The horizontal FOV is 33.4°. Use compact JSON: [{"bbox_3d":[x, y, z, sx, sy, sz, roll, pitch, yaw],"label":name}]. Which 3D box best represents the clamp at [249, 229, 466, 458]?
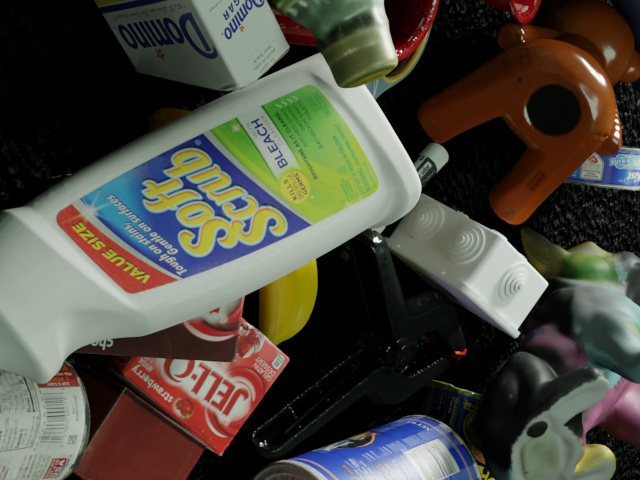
[{"bbox_3d":[0.039,0.083,0.750,0.164,0.036,0.209,-59,149,6],"label":"clamp"}]

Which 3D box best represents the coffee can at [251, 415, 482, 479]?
[{"bbox_3d":[0.031,0.186,0.735,0.140,0.103,0.103,-9,108,-46],"label":"coffee can"}]

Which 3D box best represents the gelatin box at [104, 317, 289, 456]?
[{"bbox_3d":[-0.070,0.073,0.630,0.089,0.030,0.073,48,69,-30],"label":"gelatin box"}]

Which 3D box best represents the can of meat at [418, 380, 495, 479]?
[{"bbox_3d":[0.114,0.162,0.852,0.101,0.058,0.084,24,78,-49],"label":"can of meat"}]

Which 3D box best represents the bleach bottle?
[{"bbox_3d":[-0.072,0.000,0.515,0.250,0.068,0.102,-33,92,-29],"label":"bleach bottle"}]

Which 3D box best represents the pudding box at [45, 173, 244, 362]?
[{"bbox_3d":[-0.094,0.016,0.569,0.113,0.039,0.090,7,90,-30],"label":"pudding box"}]

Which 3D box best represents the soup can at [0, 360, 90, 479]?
[{"bbox_3d":[-0.171,0.088,0.511,0.102,0.069,0.068,7,97,-48],"label":"soup can"}]

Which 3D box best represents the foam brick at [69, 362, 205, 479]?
[{"bbox_3d":[-0.114,0.112,0.593,0.078,0.053,0.051,47,67,-43],"label":"foam brick"}]

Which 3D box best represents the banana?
[{"bbox_3d":[-0.041,-0.007,0.646,0.069,0.037,0.198,-43,130,-31],"label":"banana"}]

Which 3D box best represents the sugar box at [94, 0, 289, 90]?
[{"bbox_3d":[-0.090,-0.154,0.506,0.048,0.093,0.176,-46,131,-25],"label":"sugar box"}]
